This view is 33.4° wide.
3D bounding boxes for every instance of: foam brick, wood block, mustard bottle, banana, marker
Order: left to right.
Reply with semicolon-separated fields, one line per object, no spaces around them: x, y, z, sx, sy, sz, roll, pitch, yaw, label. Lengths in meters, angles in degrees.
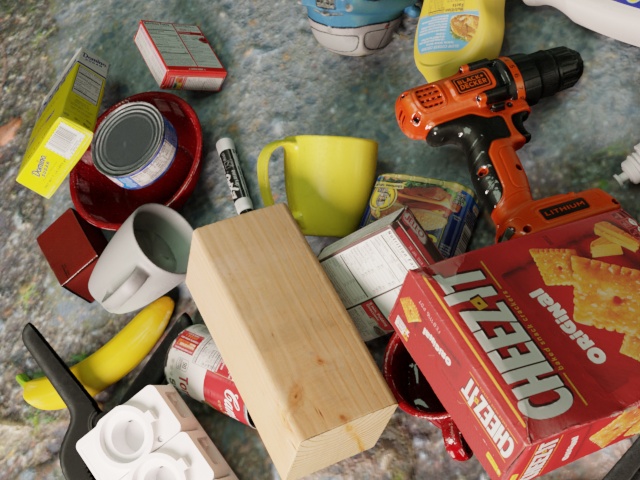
-0.252;0.016;1.121;0.053;0.051;0.078;-40;56;6;foam brick
-0.227;0.122;1.067;0.198;0.037;0.070;-27;58;13;banana
-0.084;-0.053;1.089;0.020;0.020;0.121;-27;58;13;marker
-0.030;0.082;0.896;0.090;0.091;0.206;-18;62;-23;wood block
0.133;-0.207;1.013;0.096;0.058;0.191;6;85;50;mustard bottle

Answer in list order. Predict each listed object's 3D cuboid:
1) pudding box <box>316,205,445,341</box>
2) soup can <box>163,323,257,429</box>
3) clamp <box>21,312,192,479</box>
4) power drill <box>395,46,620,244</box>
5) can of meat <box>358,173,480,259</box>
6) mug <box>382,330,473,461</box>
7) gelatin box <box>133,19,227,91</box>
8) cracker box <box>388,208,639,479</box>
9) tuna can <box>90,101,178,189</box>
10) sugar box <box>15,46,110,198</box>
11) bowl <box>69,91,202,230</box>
0.055;0.032;0.915;0.114;0.090;0.039;-27;12;42;pudding box
-0.085;0.123;0.978;0.102;0.068;0.068;19;77;32;soup can
-0.190;0.167;1.009;0.164;0.036;0.210;-11;78;1;clamp
0.180;-0.080;0.928;0.184;0.057;0.188;-19;62;-13;power drill
0.086;-0.010;0.963;0.102;0.057;0.084;11;70;29;can of meat
0.110;0.122;0.873;0.093;0.081;0.117;-16;61;19;mug
-0.153;-0.200;1.159;0.089;0.073;0.030;58;136;33;gelatin box
0.186;0.071;0.801;0.213;0.072;0.164;-15;53;-25;cracker box
-0.188;-0.096;1.083;0.086;0.033;0.086;-11;63;21;tuna can
-0.274;-0.131;1.146;0.093;0.048;0.176;-48;27;23;sugar box
-0.183;-0.075;1.126;0.162;0.055;0.162;-11;63;22;bowl
